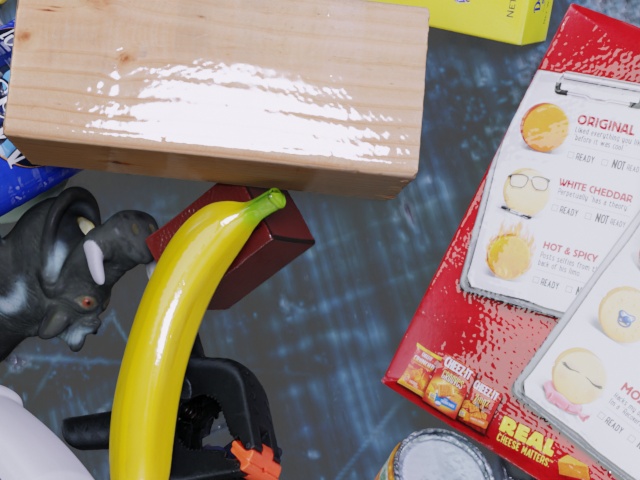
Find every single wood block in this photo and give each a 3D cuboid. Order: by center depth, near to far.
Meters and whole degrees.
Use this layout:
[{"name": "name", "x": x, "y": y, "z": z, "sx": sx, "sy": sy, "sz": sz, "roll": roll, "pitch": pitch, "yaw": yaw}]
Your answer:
[{"name": "wood block", "x": -0.053, "y": -0.080, "z": 0.572, "sx": 0.206, "sy": 0.091, "sz": 0.090, "roll": 5, "pitch": 83, "yaw": -5}]

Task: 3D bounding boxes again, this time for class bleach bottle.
[{"name": "bleach bottle", "x": -0.170, "y": 0.158, "z": 0.631, "sx": 0.251, "sy": 0.067, "sz": 0.102, "roll": 9, "pitch": 91, "yaw": 54}]

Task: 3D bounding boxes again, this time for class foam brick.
[{"name": "foam brick", "x": -0.054, "y": 0.001, "z": 0.646, "sx": 0.078, "sy": 0.051, "sz": 0.053, "roll": -36, "pitch": 71, "yaw": 21}]

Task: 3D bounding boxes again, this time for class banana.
[{"name": "banana", "x": -0.081, "y": 0.058, "z": 0.585, "sx": 0.070, "sy": 0.037, "sz": 0.198, "roll": 7, "pitch": 75, "yaw": 58}]

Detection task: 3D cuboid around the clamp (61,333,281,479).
[{"name": "clamp", "x": -0.078, "y": 0.088, "z": 0.629, "sx": 0.172, "sy": 0.039, "sz": 0.120, "roll": 14, "pitch": 78, "yaw": 42}]

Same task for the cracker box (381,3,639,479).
[{"name": "cracker box", "x": 0.153, "y": 0.018, "z": 0.522, "sx": 0.164, "sy": 0.072, "sz": 0.214, "roll": 29, "pitch": 99, "yaw": 25}]
